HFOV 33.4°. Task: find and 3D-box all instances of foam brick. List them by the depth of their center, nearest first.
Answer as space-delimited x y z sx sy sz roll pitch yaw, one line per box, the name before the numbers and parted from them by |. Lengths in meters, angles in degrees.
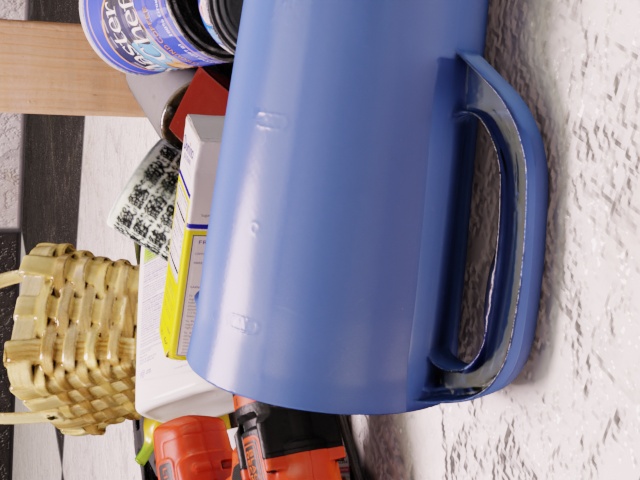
foam brick | -0.062 -0.079 0.760 0.078 0.051 0.053 43 108 44

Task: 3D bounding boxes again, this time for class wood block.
wood block | -0.249 -0.172 1.088 0.091 0.205 0.090 -166 77 -69

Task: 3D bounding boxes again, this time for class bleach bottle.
bleach bottle | -0.106 0.021 0.899 0.103 0.068 0.251 -21 58 29

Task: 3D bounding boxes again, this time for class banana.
banana | -0.179 0.151 1.120 0.037 0.069 0.198 54 -176 -29

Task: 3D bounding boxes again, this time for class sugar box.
sugar box | -0.055 0.001 0.732 0.048 0.093 0.176 -121 37 -54

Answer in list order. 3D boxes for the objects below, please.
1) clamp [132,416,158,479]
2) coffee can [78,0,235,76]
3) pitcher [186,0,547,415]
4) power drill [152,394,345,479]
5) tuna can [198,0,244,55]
clamp | -0.180 0.217 1.151 0.165 0.036 0.210 107 155 -46
coffee can | -0.105 -0.179 0.799 0.141 0.102 0.103 5 96 53
pitcher | 0.022 -0.046 0.500 0.145 0.149 0.243 -114 30 -78
power drill | -0.049 0.125 0.654 0.188 0.057 0.184 138 125 -58
tuna can | -0.035 -0.156 0.685 0.034 0.086 0.086 -139 51 -66
